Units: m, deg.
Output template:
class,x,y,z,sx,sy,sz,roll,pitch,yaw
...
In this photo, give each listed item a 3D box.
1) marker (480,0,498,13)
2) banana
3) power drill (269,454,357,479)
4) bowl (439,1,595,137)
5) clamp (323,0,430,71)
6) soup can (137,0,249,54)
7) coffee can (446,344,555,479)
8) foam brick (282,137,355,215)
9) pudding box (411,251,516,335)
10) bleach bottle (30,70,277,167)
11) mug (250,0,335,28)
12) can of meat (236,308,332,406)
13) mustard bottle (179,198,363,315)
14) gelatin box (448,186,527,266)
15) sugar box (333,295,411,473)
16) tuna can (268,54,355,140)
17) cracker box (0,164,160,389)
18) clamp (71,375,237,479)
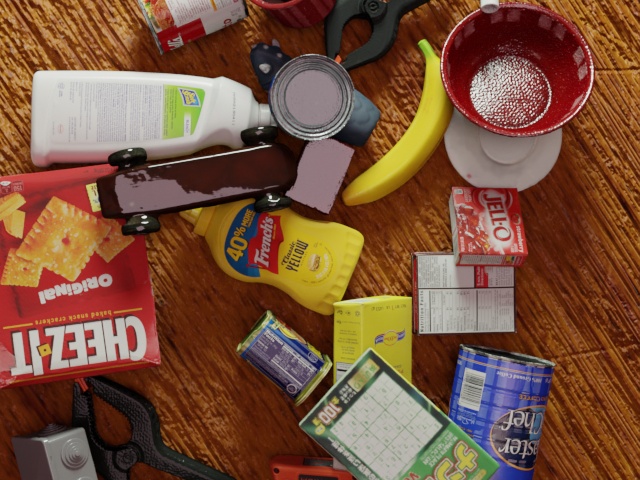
class,x,y,z,sx,sy,sz,roll,pitch,yaw
marker,0.178,-0.299,1.139,0.020,0.020,0.121,2,70,-5
banana,0.095,-0.114,1.151,0.070,0.037,0.198,27,88,13
power drill,-0.021,0.328,1.143,0.184,0.057,0.188,3,93,-1
bowl,0.205,-0.170,1.131,0.162,0.055,0.162,-1,69,1
clamp,0.051,-0.258,1.142,0.120,0.039,0.171,41,88,6
soup can,-0.133,-0.245,1.112,0.102,0.068,0.068,-24,93,-4
coffee can,0.185,0.189,1.130,0.102,0.103,0.140,11,91,-5
foam brick,-0.002,-0.072,1.135,0.051,0.053,0.078,22,91,-5
pudding box,0.155,0.057,1.157,0.113,0.039,0.090,-1,92,-3
bleach bottle,-0.171,-0.124,1.116,0.250,0.068,0.102,2,92,-7
mug,-0.035,-0.279,1.105,0.093,0.081,0.117,-30,74,10
can of meat,-0.039,0.120,1.113,0.084,0.102,0.057,40,89,-2
mustard bottle,-0.057,0.001,1.129,0.191,0.058,0.096,23,93,-4
gelatin box,0.178,-0.016,1.141,0.073,0.030,0.089,1,57,-3
sugar box,0.056,0.149,1.125,0.048,0.093,0.176,-2,91,40
tuna can,-0.010,-0.144,1.081,0.086,0.034,0.086,-1,94,-8
cracker box,-0.258,0.035,1.091,0.164,0.072,0.214,-7,86,-12
clamp,-0.191,0.227,1.135,0.164,0.036,0.210,-25,92,-2
